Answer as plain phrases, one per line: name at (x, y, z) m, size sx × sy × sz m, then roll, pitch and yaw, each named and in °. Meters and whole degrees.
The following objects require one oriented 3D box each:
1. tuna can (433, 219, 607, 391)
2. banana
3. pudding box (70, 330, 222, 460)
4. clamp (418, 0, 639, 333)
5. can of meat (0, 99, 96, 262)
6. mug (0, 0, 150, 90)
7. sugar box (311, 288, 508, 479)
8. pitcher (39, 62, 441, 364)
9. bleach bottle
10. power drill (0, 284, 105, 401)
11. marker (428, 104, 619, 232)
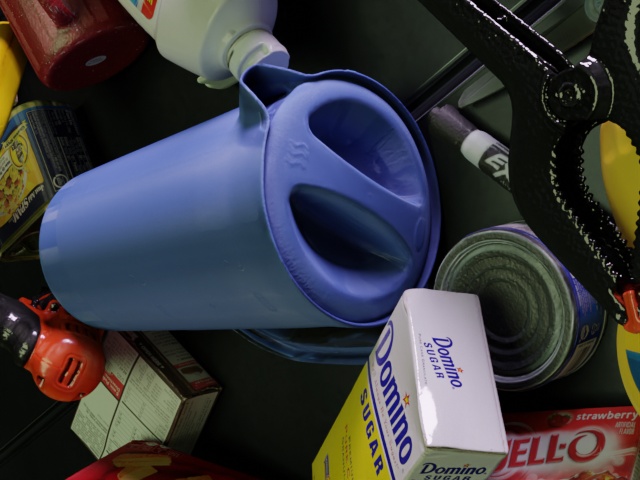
tuna can at (0.100, 0.033, 0.548) m, size 0.086 × 0.033 × 0.086 m, roll 8°, pitch 103°, yaw 40°
banana at (-0.227, -0.115, 0.744) m, size 0.070 × 0.037 × 0.198 m, roll -61°, pitch 21°, yaw 27°
pudding box at (-0.127, 0.120, 0.761) m, size 0.090 × 0.039 × 0.114 m, roll 41°, pitch 124°, yaw 27°
clamp at (0.105, -0.065, 0.452) m, size 0.165 × 0.036 × 0.210 m, roll -6°, pitch 95°, yaw 46°
can of meat at (-0.210, -0.044, 0.794) m, size 0.102 × 0.057 × 0.084 m, roll -36°, pitch 71°, yaw 38°
mug at (-0.168, -0.156, 0.705) m, size 0.093 × 0.117 × 0.081 m, roll -29°, pitch 80°, yaw 0°
sugar box at (0.038, 0.113, 0.553) m, size 0.176 × 0.048 × 0.093 m, roll 109°, pitch 163°, yaw -46°
pitcher at (-0.054, 0.001, 0.628) m, size 0.243 × 0.144 × 0.149 m, roll -10°, pitch 78°, yaw 45°
bleach bottle at (-0.094, -0.187, 0.626) m, size 0.251 × 0.067 × 0.103 m, roll 52°, pitch 125°, yaw 25°
power drill at (-0.237, 0.037, 0.723) m, size 0.057 × 0.187 × 0.185 m, roll -66°, pitch 20°, yaw 1°
marker at (0.100, -0.033, 0.547) m, size 0.121 × 0.020 × 0.020 m, roll 42°, pitch 122°, yaw 28°
